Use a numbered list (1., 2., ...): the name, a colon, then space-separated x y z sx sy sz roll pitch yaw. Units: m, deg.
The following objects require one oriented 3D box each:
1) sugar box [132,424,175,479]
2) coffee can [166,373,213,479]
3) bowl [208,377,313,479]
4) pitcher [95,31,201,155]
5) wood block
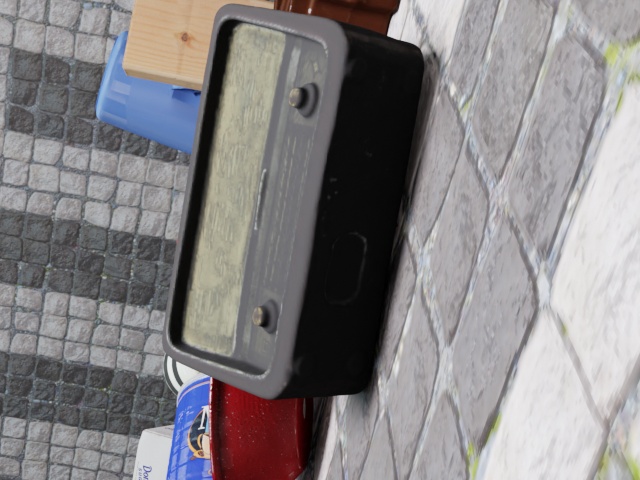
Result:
1. sugar box: -0.119 0.226 1.050 0.176 0.048 0.093 10 -91 -62
2. coffee can: -0.078 0.193 0.897 0.140 0.102 0.103 -87 11 -45
3. bowl: -0.038 0.122 0.784 0.162 0.055 0.162 0 -90 -83
4. pitcher: -0.129 -0.158 1.232 0.145 0.242 0.149 -86 17 -52
5. wood block: -0.079 -0.186 1.034 0.090 0.206 0.091 -153 74 -82
